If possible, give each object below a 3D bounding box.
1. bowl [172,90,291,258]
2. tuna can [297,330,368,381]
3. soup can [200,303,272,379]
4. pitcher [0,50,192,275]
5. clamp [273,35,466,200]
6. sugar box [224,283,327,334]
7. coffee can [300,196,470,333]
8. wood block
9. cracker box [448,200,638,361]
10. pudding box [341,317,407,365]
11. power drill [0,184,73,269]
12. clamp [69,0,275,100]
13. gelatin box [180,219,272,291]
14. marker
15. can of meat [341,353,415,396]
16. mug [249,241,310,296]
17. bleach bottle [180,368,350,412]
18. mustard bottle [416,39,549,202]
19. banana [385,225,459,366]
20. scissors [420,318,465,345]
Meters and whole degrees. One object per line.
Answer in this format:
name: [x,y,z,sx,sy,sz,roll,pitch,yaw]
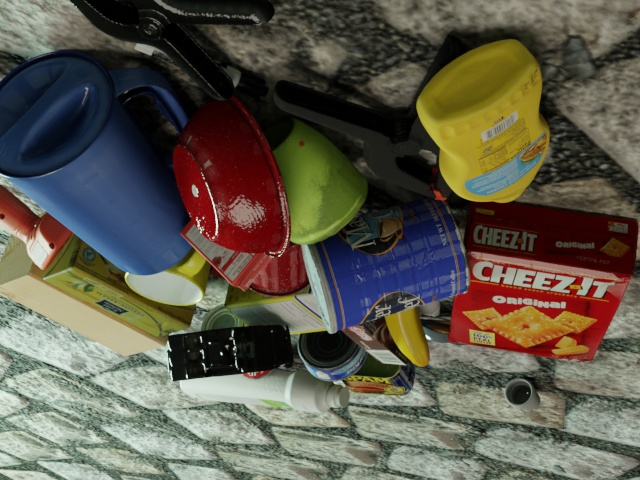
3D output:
bowl: [-0.088,-0.051,0.956,0.055,0.162,0.162,-22,162,-22]
tuna can: [0.015,0.131,1.339,0.086,0.086,0.033,1,149,20]
soup can: [-0.105,0.133,1.410,0.069,0.068,0.102,-4,149,28]
pitcher: [-0.199,-0.065,1.025,0.149,0.145,0.242,15,160,25]
clamp: [0.062,-0.095,0.933,0.165,0.036,0.210,-7,150,16]
sugar box: [-0.021,0.073,1.288,0.177,0.048,0.093,-12,145,34]
coffee can: [0.061,0.022,1.035,0.140,0.103,0.103,-16,152,-6]
wood block: [-0.284,0.057,1.318,0.091,0.090,0.205,-16,141,43]
cracker box: [0.223,0.048,1.109,0.164,0.072,0.214,8,152,7]
pudding box: [0.068,0.080,1.215,0.039,0.090,0.113,-2,151,31]
power drill: [-0.340,-0.056,1.112,0.187,0.057,0.185,38,156,-7]
clamp: [-0.128,-0.174,0.863,0.171,0.039,0.120,20,140,-2]
gelatin box: [-0.083,-0.006,1.051,0.089,0.073,0.030,42,-175,27]
marker: [-0.101,-0.151,0.922,0.121,0.020,0.020,21,152,-16]
can of meat: [0.070,0.168,1.419,0.102,0.057,0.084,2,154,21]
mug: [-0.057,0.001,1.109,0.117,0.093,0.081,-12,148,-7]
bleach bottle: [-0.069,0.202,1.482,0.251,0.068,0.102,4,167,32]
mustard bottle: [0.143,-0.082,0.885,0.096,0.058,0.191,-34,150,0]
banana: [0.098,0.056,1.152,0.070,0.037,0.198,22,130,18]
scissors: [0.098,0.101,1.282,0.202,0.016,0.096,8,-174,8]
